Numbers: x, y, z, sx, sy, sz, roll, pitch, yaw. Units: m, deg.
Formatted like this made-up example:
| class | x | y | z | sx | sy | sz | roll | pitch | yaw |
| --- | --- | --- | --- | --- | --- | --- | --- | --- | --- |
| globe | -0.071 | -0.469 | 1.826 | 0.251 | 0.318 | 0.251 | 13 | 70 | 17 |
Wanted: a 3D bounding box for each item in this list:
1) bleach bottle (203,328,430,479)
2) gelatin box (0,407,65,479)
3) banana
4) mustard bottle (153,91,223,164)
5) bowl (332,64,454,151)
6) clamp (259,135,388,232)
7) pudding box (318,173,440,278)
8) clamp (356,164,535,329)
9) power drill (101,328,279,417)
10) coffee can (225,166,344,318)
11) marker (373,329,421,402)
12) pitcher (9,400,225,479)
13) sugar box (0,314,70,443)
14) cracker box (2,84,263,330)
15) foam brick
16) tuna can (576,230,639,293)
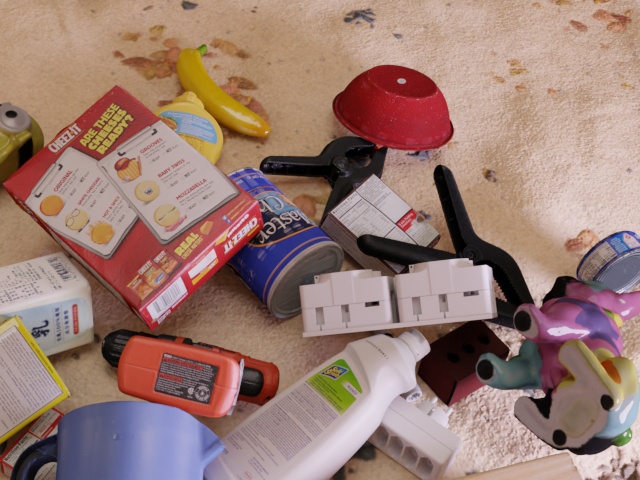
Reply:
| class | x | y | z | sx | sy | sz | roll | pitch | yaw |
| --- | --- | --- | --- | --- | --- | --- | --- | --- | --- |
| bleach bottle | 0.007 | 0.171 | 1.012 | 0.250 | 0.068 | 0.103 | -35 | 50 | -18 |
| gelatin box | -0.245 | 0.208 | 1.006 | 0.089 | 0.030 | 0.073 | 27 | 52 | 15 |
| banana | -0.137 | -0.195 | 1.375 | 0.069 | 0.037 | 0.198 | -20 | 54 | -23 |
| mustard bottle | -0.166 | -0.111 | 1.281 | 0.096 | 0.058 | 0.191 | 11 | 47 | -10 |
| bowl | 0.099 | -0.179 | 1.359 | 0.162 | 0.055 | 0.162 | 9 | 34 | -7 |
| clamp | 0.011 | -0.087 | 1.294 | 0.120 | 0.039 | 0.171 | 45 | 51 | 6 |
| pudding box | 0.069 | -0.011 | 1.225 | 0.113 | 0.039 | 0.089 | 42 | 56 | 10 |
| clamp | 0.163 | 0.015 | 1.199 | 0.210 | 0.036 | 0.164 | 38 | 57 | 4 |
| power drill | -0.134 | 0.119 | 1.009 | 0.184 | 0.187 | 0.057 | 11 | 87 | 3 |
| coffee can | -0.058 | 0.001 | 1.168 | 0.102 | 0.103 | 0.140 | -29 | 58 | -29 |
| marker | 0.075 | 0.118 | 1.139 | 0.020 | 0.020 | 0.121 | -12 | 52 | -18 |
| pitcher | -0.175 | 0.267 | 0.890 | 0.144 | 0.149 | 0.243 | 23 | 52 | -33 |
| sugar box | -0.329 | 0.156 | 0.983 | 0.176 | 0.048 | 0.093 | -35 | 92 | -15 |
| cracker box | -0.191 | -0.036 | 1.102 | 0.214 | 0.072 | 0.164 | 39 | 73 | 20 |
| foam brick | 0.150 | 0.127 | 1.120 | 0.078 | 0.051 | 0.053 | -26 | 57 | -28 |
| tuna can | 0.334 | 0.029 | 1.211 | 0.086 | 0.086 | 0.034 | -16 | 51 | -21 |
